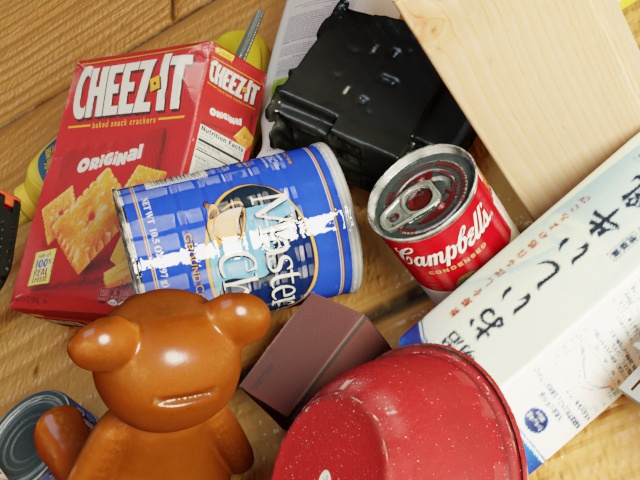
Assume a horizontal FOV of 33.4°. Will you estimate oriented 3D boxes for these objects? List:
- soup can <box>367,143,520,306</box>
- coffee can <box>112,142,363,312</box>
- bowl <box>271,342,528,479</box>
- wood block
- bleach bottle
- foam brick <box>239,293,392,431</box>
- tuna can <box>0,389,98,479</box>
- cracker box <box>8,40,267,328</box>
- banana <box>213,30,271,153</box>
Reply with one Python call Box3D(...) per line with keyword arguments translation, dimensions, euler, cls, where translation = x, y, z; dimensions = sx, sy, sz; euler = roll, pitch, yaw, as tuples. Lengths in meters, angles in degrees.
Box3D(translation=(0.081, 0.002, 0.625), dimensions=(0.069, 0.102, 0.068), euler=(-22, 43, 22), cls="soup can")
Box3D(translation=(-0.055, 0.001, 0.693), dimensions=(0.140, 0.103, 0.103), euler=(-14, 39, -11), cls="coffee can")
Box3D(translation=(0.023, 0.124, 0.522), dimensions=(0.162, 0.055, 0.162), euler=(-27, 55, 46), cls="bowl")
Box3D(translation=(0.126, -0.105, 0.605), dimensions=(0.091, 0.206, 0.090), euler=(-20, 43, 24), cls="wood block")
Box3D(translation=(-0.006, -0.117, 0.837), dimensions=(0.103, 0.068, 0.250), euler=(-5, 53, 34), cls="bleach bottle")
Box3D(translation=(0.000, 0.081, 0.656), dimensions=(0.053, 0.051, 0.078), euler=(23, 70, 49), cls="foam brick")
Box3D(translation=(-0.201, 0.151, 0.767), dimensions=(0.086, 0.033, 0.086), euler=(-22, 43, 22), cls="tuna can")
Box3D(translation=(-0.142, -0.038, 0.821), dimensions=(0.164, 0.072, 0.213), euler=(1, 74, 40), cls="cracker box")
Box3D(translation=(-0.068, -0.128, 0.921), dimensions=(0.070, 0.037, 0.198), euler=(-43, 34, 28), cls="banana")
